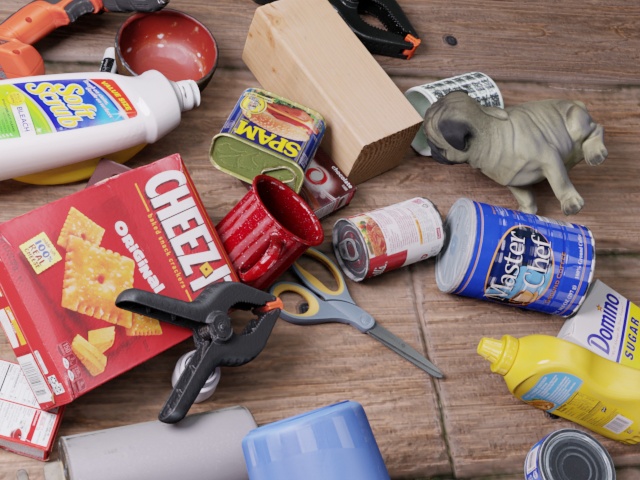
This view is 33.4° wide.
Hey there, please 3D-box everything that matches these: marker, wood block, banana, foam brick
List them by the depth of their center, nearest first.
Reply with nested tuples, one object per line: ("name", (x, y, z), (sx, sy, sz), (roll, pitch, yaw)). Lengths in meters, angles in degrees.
("foam brick", (-0.212, -0.032, 1.066), (0.053, 0.051, 0.078), (21, 56, -4))
("banana", (-0.253, -0.094, 1.091), (0.197, 0.037, 0.069), (-8, 87, -21))
("marker", (-0.238, -0.159, 1.155), (0.020, 0.020, 0.121), (15, 56, -9))
("wood block", (0.010, -0.170, 1.198), (0.090, 0.090, 0.206), (-26, 70, -29))

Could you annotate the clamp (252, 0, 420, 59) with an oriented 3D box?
("clamp", (0.035, -0.300, 1.317), (0.210, 0.036, 0.164), (30, 56, -1))

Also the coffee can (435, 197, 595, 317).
("coffee can", (0.205, 0.019, 1.137), (0.140, 0.103, 0.103), (12, 57, -11))

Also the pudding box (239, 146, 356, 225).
("pudding box", (-0.031, -0.069, 1.153), (0.089, 0.039, 0.113), (-30, 72, -30))

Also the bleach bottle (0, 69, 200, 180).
("bleach bottle", (-0.243, -0.127, 1.058), (0.250, 0.068, 0.102), (-17, 65, -24))

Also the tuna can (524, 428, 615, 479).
("tuna can", (0.249, 0.231, 1.062), (0.086, 0.034, 0.086), (8, 58, -13))

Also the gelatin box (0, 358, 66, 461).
("gelatin box", (-0.273, 0.148, 0.950), (0.089, 0.030, 0.073), (17, 55, -7))

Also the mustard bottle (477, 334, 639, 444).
("mustard bottle", (0.249, 0.142, 1.079), (0.191, 0.096, 0.058), (22, 56, -3))

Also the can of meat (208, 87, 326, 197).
("can of meat", (-0.053, -0.104, 1.112), (0.102, 0.057, 0.083), (23, 52, 1))

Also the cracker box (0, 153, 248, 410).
("cracker box", (-0.188, 0.032, 0.970), (0.213, 0.072, 0.164), (-28, 95, -40))

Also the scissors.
("scissors", (0.026, 0.089, 1.090), (0.096, 0.016, 0.202), (-35, 75, -30))

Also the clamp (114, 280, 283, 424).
("clamp", (-0.106, 0.074, 0.954), (0.171, 0.039, 0.120), (-33, 104, -47))

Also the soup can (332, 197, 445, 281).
("soup can", (0.073, -0.003, 1.129), (0.102, 0.069, 0.068), (-17, 66, -27))

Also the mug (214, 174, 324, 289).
("mug", (-0.057, 0.001, 1.054), (0.093, 0.082, 0.117), (37, 24, -21))

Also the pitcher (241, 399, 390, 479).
("pitcher", (0.023, 0.261, 0.887), (0.144, 0.149, 0.243), (-14, 80, -18))

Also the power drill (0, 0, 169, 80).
("power drill", (-0.271, -0.231, 1.126), (0.185, 0.057, 0.187), (14, 49, 34))
